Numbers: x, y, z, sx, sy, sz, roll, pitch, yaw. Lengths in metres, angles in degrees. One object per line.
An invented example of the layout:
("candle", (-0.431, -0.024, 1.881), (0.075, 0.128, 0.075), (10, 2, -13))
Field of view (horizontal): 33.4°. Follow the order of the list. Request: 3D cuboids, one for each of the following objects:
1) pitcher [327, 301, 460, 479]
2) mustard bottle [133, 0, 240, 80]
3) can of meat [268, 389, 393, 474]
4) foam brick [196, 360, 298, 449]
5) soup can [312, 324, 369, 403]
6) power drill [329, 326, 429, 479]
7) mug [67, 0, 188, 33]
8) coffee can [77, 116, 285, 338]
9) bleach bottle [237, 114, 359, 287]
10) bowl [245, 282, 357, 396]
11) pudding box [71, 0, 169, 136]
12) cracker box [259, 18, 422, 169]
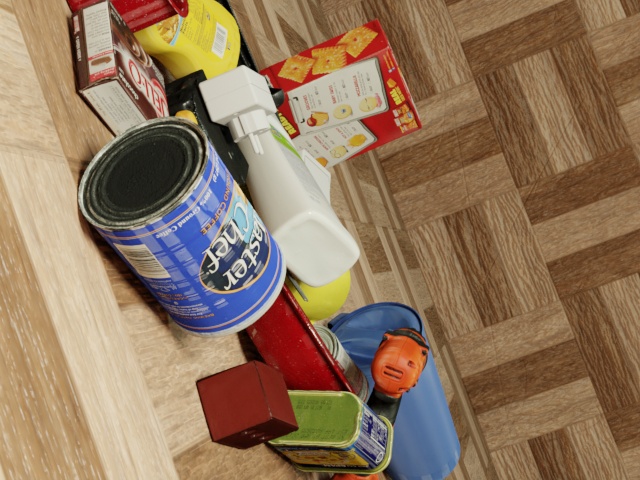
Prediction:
("pitcher", (0.096, 0.204, 1.396), (0.149, 0.145, 0.243), (-78, 151, -50))
("mustard bottle", (-0.151, -0.220, 1.029), (0.191, 0.058, 0.096), (37, 57, -54))
("can of meat", (0.005, 0.176, 0.982), (0.084, 0.102, 0.057), (50, 43, -55))
("foam brick", (-0.058, 0.134, 0.866), (0.078, 0.053, 0.051), (44, 27, -67))
("soup can", (0.005, 0.143, 1.151), (0.102, 0.068, 0.068), (57, 15, -49))
("power drill", (0.061, 0.182, 1.107), (0.184, 0.057, 0.188), (-14, 122, -78))
("mug", (-0.174, -0.228, 0.907), (0.093, 0.081, 0.117), (-100, 166, -48))
("coffee can", (-0.099, -0.007, 0.790), (0.140, 0.103, 0.103), (58, 14, -46))
("bleach bottle", (-0.042, -0.067, 1.115), (0.102, 0.068, 0.251), (44, 14, -41))
("bowl", (-0.030, 0.097, 1.024), (0.162, 0.055, 0.162), (58, -2, 3))
("pudding box", (-0.163, -0.130, 0.887), (0.113, 0.039, 0.090), (54, 18, -56))
("cracker box", (0.011, -0.184, 1.447), (0.164, 0.214, 0.072), (58, 13, -49))
